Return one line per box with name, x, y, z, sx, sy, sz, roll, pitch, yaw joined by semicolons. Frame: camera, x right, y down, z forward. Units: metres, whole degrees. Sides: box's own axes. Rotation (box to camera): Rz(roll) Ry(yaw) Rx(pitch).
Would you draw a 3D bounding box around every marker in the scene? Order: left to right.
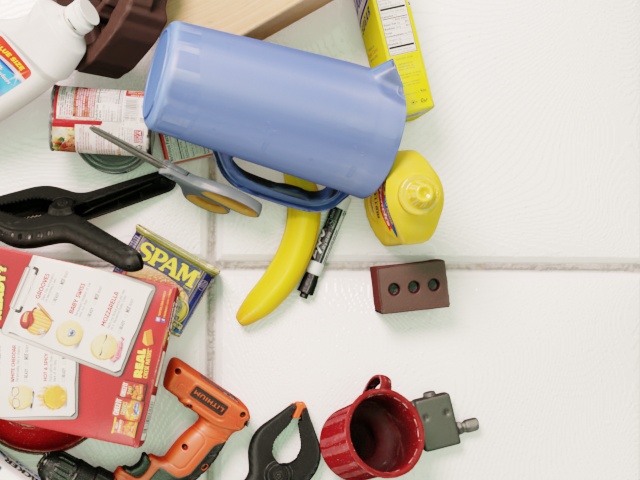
marker;0.003;0.007;1.171;0.020;0.020;0.121;22;87;-6

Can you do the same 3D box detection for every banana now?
banana;-0.039;0.001;1.160;0.070;0.037;0.198;11;87;11

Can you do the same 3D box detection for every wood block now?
wood block;-0.065;-0.258;1.090;0.206;0.090;0.091;-25;92;22

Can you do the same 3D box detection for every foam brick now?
foam brick;0.097;0.050;1.165;0.078;0.051;0.053;-7;90;-7

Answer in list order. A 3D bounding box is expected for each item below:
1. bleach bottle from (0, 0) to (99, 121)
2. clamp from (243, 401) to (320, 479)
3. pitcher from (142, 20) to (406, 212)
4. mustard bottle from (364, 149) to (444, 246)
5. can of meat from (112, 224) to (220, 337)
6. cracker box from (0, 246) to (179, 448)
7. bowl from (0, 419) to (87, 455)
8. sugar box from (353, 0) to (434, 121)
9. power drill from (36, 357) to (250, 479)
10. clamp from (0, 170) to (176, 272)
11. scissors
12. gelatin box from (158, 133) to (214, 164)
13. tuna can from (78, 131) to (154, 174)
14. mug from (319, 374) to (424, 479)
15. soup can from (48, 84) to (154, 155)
bleach bottle;-0.327;-0.173;1.058;0.251;0.068;0.102;-26;92;22
clamp;-0.057;0.255;1.152;0.120;0.039;0.171;10;82;-11
pitcher;-0.050;-0.124;1.058;0.242;0.145;0.149;13;81;-18
mustard bottle;0.087;-0.043;1.094;0.058;0.192;0.096;-7;90;-7
can of meat;-0.171;0.043;1.133;0.102;0.057;0.084;30;89;-5
cracker box;-0.261;0.103;1.057;0.213;0.072;0.164;12;80;-2
bowl;-0.296;0.149;1.118;0.162;0.055;0.162;0;89;-6
sugar box;0.074;-0.216;1.145;0.048;0.093;0.176;-16;90;-8
power drill;-0.177;0.220;1.123;0.184;0.057;0.187;35;88;-16
clamp;-0.257;-0.029;1.109;0.210;0.164;0.036;5;125;12
scissors;-0.155;-0.066;1.100;0.201;0.096;0.016;24;74;-21
gelatin box;-0.132;-0.125;1.153;0.089;0.030;0.073;-14;92;-6
tuna can;-0.220;-0.113;1.140;0.086;0.034;0.086;0;89;-6
mug;0.052;0.199;1.135;0.093;0.082;0.117;17;65;-19
soup can;-0.221;-0.122;1.088;0.102;0.068;0.068;3;89;-7
